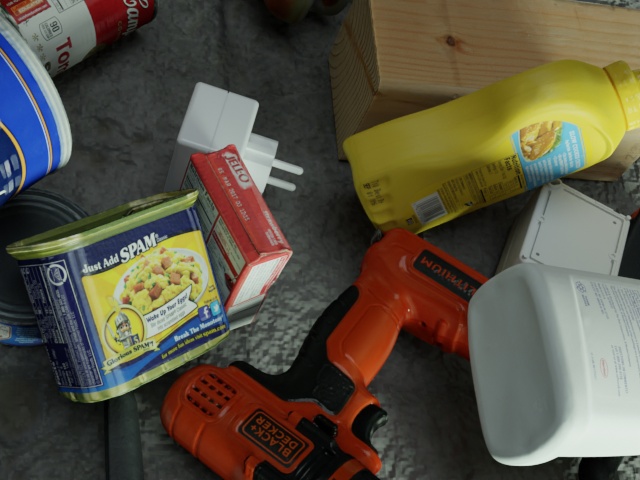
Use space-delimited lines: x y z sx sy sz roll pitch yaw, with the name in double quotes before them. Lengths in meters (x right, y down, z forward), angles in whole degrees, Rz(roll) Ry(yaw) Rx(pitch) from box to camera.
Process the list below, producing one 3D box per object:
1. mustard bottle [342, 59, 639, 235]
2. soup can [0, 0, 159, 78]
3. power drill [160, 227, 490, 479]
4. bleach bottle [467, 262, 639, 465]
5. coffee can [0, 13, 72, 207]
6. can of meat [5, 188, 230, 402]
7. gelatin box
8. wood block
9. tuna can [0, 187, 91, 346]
"mustard bottle" 0.115 -0.061 0.638 0.192 0.096 0.058 -20 62 9
"soup can" -0.161 -0.145 0.667 0.068 0.069 0.102 45 59 11
"power drill" 0.036 0.088 0.581 0.184 0.057 0.187 34 53 19
"bleach bottle" 0.200 0.076 0.591 0.250 0.068 0.102 9 61 -30
"coffee can" -0.205 -0.041 0.504 0.103 0.103 0.140 43 58 10
"can of meat" -0.101 0.027 0.558 0.101 0.058 0.084 -24 103 -43
"gelatin box" -0.054 0.001 0.601 0.030 0.089 0.073 -17 67 -29
"wood block" 0.119 -0.106 0.717 0.205 0.090 0.091 4 61 -15
"tuna can" -0.164 0.015 0.593 0.086 0.034 0.086 8 59 -13
